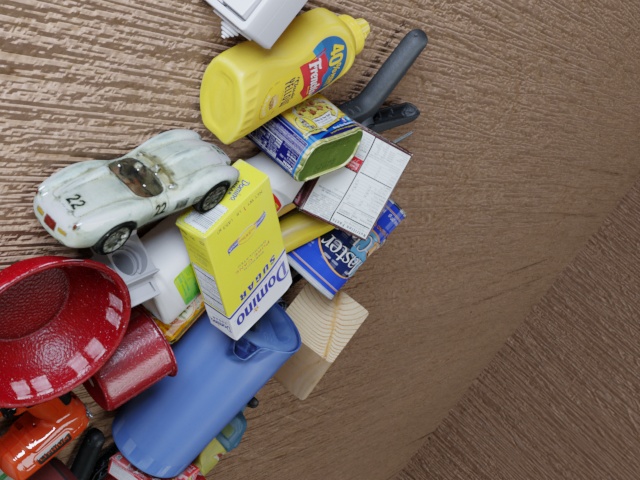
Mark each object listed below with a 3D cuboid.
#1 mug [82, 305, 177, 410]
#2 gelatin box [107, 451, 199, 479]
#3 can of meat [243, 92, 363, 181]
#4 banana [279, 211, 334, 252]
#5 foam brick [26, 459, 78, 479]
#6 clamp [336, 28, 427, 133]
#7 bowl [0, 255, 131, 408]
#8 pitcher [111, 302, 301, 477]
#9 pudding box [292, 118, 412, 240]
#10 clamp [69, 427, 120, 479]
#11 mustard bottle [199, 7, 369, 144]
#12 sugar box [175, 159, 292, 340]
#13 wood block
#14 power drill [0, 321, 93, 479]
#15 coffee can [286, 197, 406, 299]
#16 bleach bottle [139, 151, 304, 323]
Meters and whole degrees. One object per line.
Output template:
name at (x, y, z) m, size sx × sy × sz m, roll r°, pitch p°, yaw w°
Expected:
mug at (-0.214, 0.124, 1.123) m, size 0.081 × 0.093 × 0.117 m, roll -32°, pitch -168°, yaw -25°
gelatin box at (-0.209, 0.286, 1.334) m, size 0.073 × 0.089 × 0.030 m, roll -29°, pitch 144°, yaw -54°
can of meat at (-0.017, -0.110, 1.074) m, size 0.101 × 0.084 × 0.058 m, roll -25°, pitch 150°, yaw -48°
banana at (-0.054, 0.001, 1.231) m, size 0.198 × 0.037 × 0.069 m, roll -27°, pitch 177°, yaw -1°
foam brick at (-0.312, 0.290, 1.241) m, size 0.053 × 0.051 × 0.078 m, roll -43°, pitch 173°, yaw -12°
clamp at (0.046, -0.134, 1.227) m, size 0.210 × 0.036 × 0.164 m, roll -42°, pitch 159°, yaw -9°
bowl at (-0.250, 0.069, 0.936) m, size 0.161 × 0.055 × 0.162 m, roll -25°, pitch 138°, yaw -25°
pitcher at (-0.143, 0.164, 1.289) m, size 0.243 × 0.145 × 0.149 m, roll -51°, pitch 148°, yaw 19°
pudding box at (0.035, -0.068, 1.166) m, size 0.090 × 0.039 × 0.113 m, roll 26°, pitch 98°, yaw -25°
clamp at (-0.302, 0.299, 1.324) m, size 0.171 × 0.039 × 0.120 m, roll -51°, pitch 155°, yaw -11°
mustard bottle at (-0.023, -0.166, 0.995) m, size 0.191 × 0.058 × 0.096 m, roll -34°, pitch 157°, yaw -34°
sugar box at (-0.080, 0.014, 1.052) m, size 0.093 × 0.048 × 0.176 m, roll -45°, pitch 147°, yaw -23°
wood block at (-0.015, 0.135, 1.451) m, size 0.090 × 0.090 × 0.206 m, roll -51°, pitch 175°, yaw -24°
power drill at (-0.304, 0.171, 1.048) m, size 0.184 × 0.057 × 0.188 m, roll -40°, pitch 159°, yaw -21°
coffee can at (0.021, -0.013, 1.308) m, size 0.140 × 0.103 × 0.102 m, roll -48°, pitch 160°, yaw -1°
bleach bottle at (-0.094, -0.030, 1.102) m, size 0.250 × 0.068 × 0.102 m, roll -44°, pitch 157°, yaw -18°
